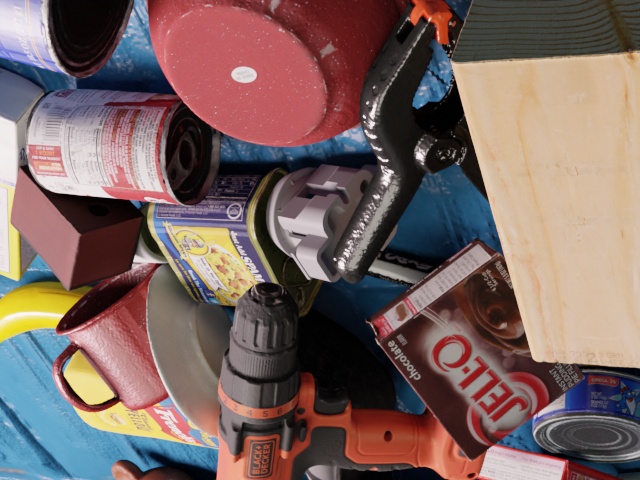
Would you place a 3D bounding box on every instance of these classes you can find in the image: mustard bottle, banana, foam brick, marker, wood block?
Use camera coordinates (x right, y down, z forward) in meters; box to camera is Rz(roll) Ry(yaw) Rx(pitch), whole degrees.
[{"bbox_3d":[-0.113,0.135,0.891,0.192,0.058,0.096,5,139,22],"label":"mustard bottle"},{"bbox_3d":[-0.194,0.066,0.866,0.198,0.037,0.069,2,131,21],"label":"banana"},{"bbox_3d":[-0.164,-0.014,0.716,0.078,0.052,0.051,42,132,28],"label":"foam brick"},{"bbox_3d":[0.058,0.021,0.698,0.121,0.020,0.020,16,141,11],"label":"marker"},{"bbox_3d":[0.139,-0.035,0.532,0.090,0.090,0.206,1,136,26],"label":"wood block"}]

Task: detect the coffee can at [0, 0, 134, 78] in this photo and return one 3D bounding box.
[{"bbox_3d":[-0.179,-0.150,0.557,0.140,0.102,0.103,15,141,11],"label":"coffee can"}]

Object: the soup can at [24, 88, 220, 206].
[{"bbox_3d":[-0.122,-0.059,0.661,0.102,0.068,0.068,6,138,23],"label":"soup can"}]

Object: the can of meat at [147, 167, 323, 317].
[{"bbox_3d":[-0.055,0.001,0.705,0.084,0.057,0.102,2,137,28],"label":"can of meat"}]

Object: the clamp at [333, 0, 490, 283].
[{"bbox_3d":[0.070,-0.052,0.576,0.120,0.039,0.171,-12,133,-21],"label":"clamp"}]

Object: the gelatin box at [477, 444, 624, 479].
[{"bbox_3d":[0.165,0.174,0.776,0.073,0.030,0.089,25,165,-34],"label":"gelatin box"}]

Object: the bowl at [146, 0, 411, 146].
[{"bbox_3d":[-0.031,-0.103,0.573,0.162,0.055,0.162,14,140,12],"label":"bowl"}]

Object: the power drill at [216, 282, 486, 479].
[{"bbox_3d":[0.024,0.104,0.712,0.187,0.057,0.184,0,124,-13],"label":"power drill"}]

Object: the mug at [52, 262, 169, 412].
[{"bbox_3d":[-0.140,0.077,0.778,0.081,0.117,0.093,56,152,-16],"label":"mug"}]

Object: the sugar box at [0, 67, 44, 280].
[{"bbox_3d":[-0.244,-0.053,0.753,0.093,0.048,0.176,23,138,2],"label":"sugar box"}]

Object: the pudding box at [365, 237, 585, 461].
[{"bbox_3d":[0.096,0.068,0.656,0.090,0.039,0.113,-37,112,2],"label":"pudding box"}]

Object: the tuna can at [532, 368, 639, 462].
[{"bbox_3d":[0.186,0.119,0.718,0.086,0.033,0.086,8,149,5],"label":"tuna can"}]
